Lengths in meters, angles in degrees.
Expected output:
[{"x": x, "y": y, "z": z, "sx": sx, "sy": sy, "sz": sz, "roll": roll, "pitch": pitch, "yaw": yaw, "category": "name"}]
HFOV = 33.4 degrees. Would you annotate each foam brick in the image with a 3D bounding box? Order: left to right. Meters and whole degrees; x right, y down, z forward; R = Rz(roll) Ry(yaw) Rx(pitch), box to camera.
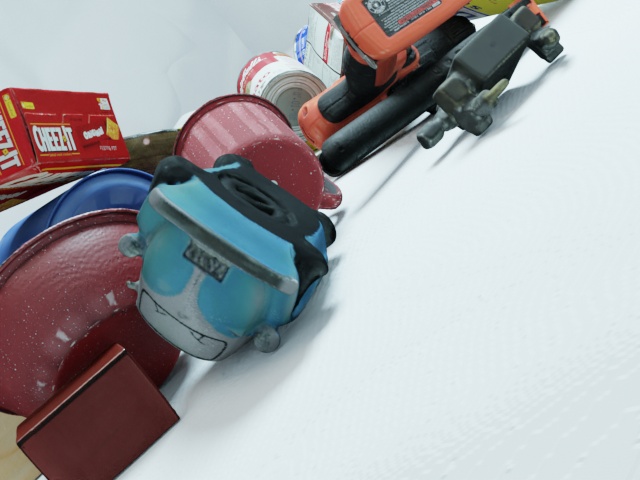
[{"x": -0.127, "y": 0.103, "z": 0.607, "sx": 0.078, "sy": 0.051, "sz": 0.053, "roll": -42, "pitch": 10, "yaw": -11, "category": "foam brick"}]

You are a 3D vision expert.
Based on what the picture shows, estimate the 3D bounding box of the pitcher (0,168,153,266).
[{"x": -0.204, "y": 0.017, "z": 0.964, "sx": 0.145, "sy": 0.149, "sz": 0.243, "roll": -55, "pitch": 21, "yaw": -22, "category": "pitcher"}]

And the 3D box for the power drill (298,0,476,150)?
[{"x": 0.069, "y": -0.158, "z": 0.864, "sx": 0.184, "sy": 0.057, "sz": 0.188, "roll": -37, "pitch": -11, "yaw": -14, "category": "power drill"}]

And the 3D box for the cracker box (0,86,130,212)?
[{"x": -0.288, "y": -0.055, "z": 0.880, "sx": 0.214, "sy": 0.072, "sz": 0.164, "roll": -20, "pitch": 1, "yaw": 16, "category": "cracker box"}]

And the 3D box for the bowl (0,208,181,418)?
[{"x": -0.139, "y": 0.062, "z": 0.670, "sx": 0.162, "sy": 0.162, "sz": 0.055, "roll": -42, "pitch": 54, "yaw": -11, "category": "bowl"}]

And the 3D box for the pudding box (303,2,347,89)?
[{"x": 0.017, "y": -0.166, "z": 1.002, "sx": 0.039, "sy": 0.090, "sz": 0.113, "roll": -3, "pitch": 28, "yaw": -17, "category": "pudding box"}]

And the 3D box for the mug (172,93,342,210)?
[{"x": -0.037, "y": -0.043, "z": 0.743, "sx": 0.093, "sy": 0.117, "sz": 0.082, "roll": -66, "pitch": 29, "yaw": 14, "category": "mug"}]

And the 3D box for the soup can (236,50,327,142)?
[{"x": -0.034, "y": -0.132, "z": 0.979, "sx": 0.068, "sy": 0.068, "sz": 0.102, "roll": -39, "pitch": 24, "yaw": 1, "category": "soup can"}]

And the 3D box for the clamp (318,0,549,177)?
[{"x": 0.080, "y": -0.113, "z": 0.799, "sx": 0.210, "sy": 0.036, "sz": 0.164, "roll": -36, "pitch": 3, "yaw": 7, "category": "clamp"}]
